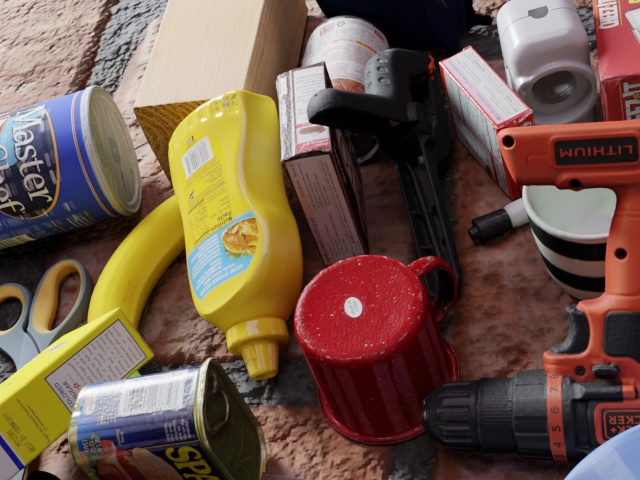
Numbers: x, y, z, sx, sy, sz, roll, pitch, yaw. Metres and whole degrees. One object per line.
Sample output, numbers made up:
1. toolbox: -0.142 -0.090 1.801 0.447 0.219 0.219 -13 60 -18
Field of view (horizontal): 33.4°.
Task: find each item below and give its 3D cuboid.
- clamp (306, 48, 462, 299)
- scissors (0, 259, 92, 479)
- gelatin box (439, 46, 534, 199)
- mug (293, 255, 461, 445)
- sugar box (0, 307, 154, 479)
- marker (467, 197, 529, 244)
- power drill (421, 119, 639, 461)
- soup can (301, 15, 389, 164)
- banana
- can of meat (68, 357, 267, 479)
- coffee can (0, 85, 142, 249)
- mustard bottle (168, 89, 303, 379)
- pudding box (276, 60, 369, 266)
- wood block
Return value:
1. clamp: 0.062 -0.066 0.743 0.036 0.164 0.209 -23 20 25
2. scissors: -0.220 0.095 0.757 0.096 0.016 0.201 -3 49 20
3. gelatin box: 0.121 -0.082 0.749 0.030 0.073 0.089 -27 46 -5
4. mug: 0.041 0.056 0.650 0.117 0.081 0.093 -41 49 -17
5. sugar box: -0.192 0.114 0.651 0.094 0.048 0.175 -27 9 48
6. marker: 0.156 -0.028 0.726 0.121 0.020 0.020 -25 46 -2
7. power drill: 0.141 0.029 0.585 0.185 0.188 0.057 -4 7 16
8. soup can: 0.017 -0.116 0.821 0.068 0.068 0.102 -5 48 16
9. banana: -0.117 0.019 0.776 0.069 0.037 0.197 23 60 4
10. can of meat: -0.088 0.119 0.628 0.084 0.102 0.057 -10 48 14
11. coffee can: -0.223 -0.052 0.828 0.140 0.103 0.103 -15 47 7
12. mustard bottle: -0.054 0.001 0.724 0.096 0.058 0.191 -32 60 40
13. pudding box: 0.003 -0.051 0.737 0.039 0.113 0.090 -14 48 10
14. wood block: -0.075 -0.150 0.870 0.091 0.090 0.206 -5 48 15
